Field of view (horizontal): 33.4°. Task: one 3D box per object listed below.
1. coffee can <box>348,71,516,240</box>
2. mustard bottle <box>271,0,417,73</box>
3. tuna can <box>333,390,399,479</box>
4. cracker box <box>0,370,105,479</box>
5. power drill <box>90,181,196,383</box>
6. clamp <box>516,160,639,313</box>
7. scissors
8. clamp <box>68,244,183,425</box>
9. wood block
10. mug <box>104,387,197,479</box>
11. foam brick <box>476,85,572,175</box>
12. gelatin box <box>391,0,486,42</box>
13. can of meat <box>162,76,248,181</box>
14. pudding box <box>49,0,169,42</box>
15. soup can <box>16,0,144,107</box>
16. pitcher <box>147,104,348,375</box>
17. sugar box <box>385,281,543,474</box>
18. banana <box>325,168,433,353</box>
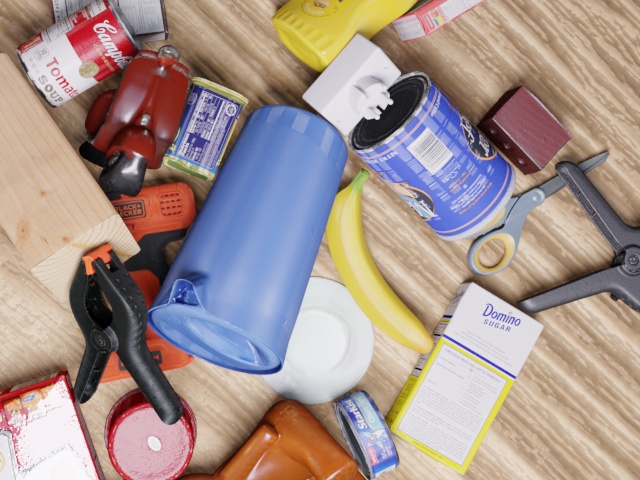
[{"bbox_3d":[0.111,-0.082,1.054,0.140,0.103,0.103,42,82,-25],"label":"coffee can"},{"bbox_3d":[0.049,-0.254,1.080,0.191,0.096,0.058,-41,139,-9],"label":"mustard bottle"},{"bbox_3d":[0.046,0.194,1.065,0.033,0.086,0.086,-24,92,-10],"label":"tuna can"},{"bbox_3d":[-0.287,0.251,1.020,0.164,0.072,0.214,-19,92,-8],"label":"cracker box"},{"bbox_3d":[-0.203,0.042,1.046,0.184,0.057,0.187,-9,91,-6],"label":"power drill"},{"bbox_3d":[0.319,0.011,1.119,0.210,0.036,0.164,10,85,-5],"label":"clamp"},{"bbox_3d":[0.226,-0.025,1.135,0.201,0.016,0.096,-14,92,-9],"label":"scissors"},{"bbox_3d":[-0.193,0.087,0.963,0.120,0.039,0.171,-5,108,27],"label":"clamp"},{"bbox_3d":[-0.265,-0.059,0.983,0.090,0.091,0.206,-35,69,-9],"label":"wood block"},{"bbox_3d":[-0.169,0.203,1.033,0.093,0.081,0.117,27,85,-7],"label":"mug"},{"bbox_3d":[0.212,-0.115,1.116,0.078,0.053,0.051,45,83,-5],"label":"foam brick"},{"bbox_3d":[0.119,-0.233,1.086,0.073,0.089,0.030,-32,101,-8],"label":"gelatin box"},{"bbox_3d":[-0.115,-0.106,1.042,0.057,0.102,0.084,22,87,-8],"label":"can of meat"},{"bbox_3d":[-0.213,-0.240,1.062,0.113,0.039,0.090,-8,92,-6],"label":"pudding box"},{"bbox_3d":[-0.227,-0.179,1.011,0.102,0.068,0.068,-30,93,1],"label":"soup can"},{"bbox_3d":[-0.057,0.001,1.018,0.145,0.149,0.242,28,65,-14],"label":"pitcher"},{"bbox_3d":[0.147,0.141,1.103,0.093,0.048,0.176,32,80,-6],"label":"sugar box"},{"bbox_3d":[0.051,0.030,1.084,0.037,0.070,0.198,-27,97,-49],"label":"banana"}]
